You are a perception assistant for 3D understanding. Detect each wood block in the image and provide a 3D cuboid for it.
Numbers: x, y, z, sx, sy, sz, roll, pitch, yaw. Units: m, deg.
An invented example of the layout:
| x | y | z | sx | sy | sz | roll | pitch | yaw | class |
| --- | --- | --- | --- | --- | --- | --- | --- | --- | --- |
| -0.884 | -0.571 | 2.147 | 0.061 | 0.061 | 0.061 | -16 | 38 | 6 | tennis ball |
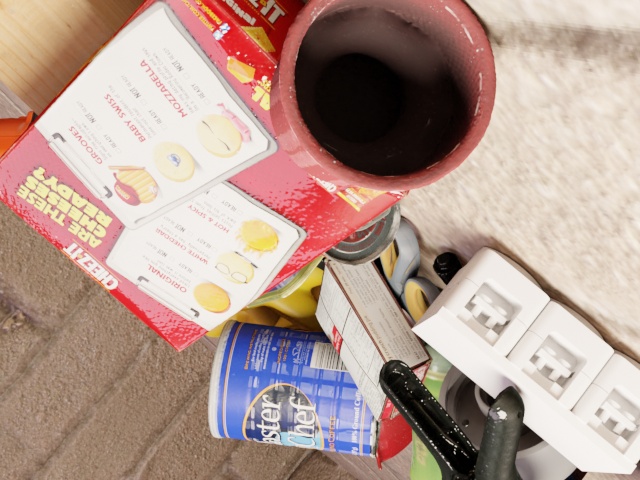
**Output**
| x | y | z | sx | sy | sz | roll | pitch | yaw | class |
| --- | --- | --- | --- | --- | --- | --- | --- | --- | --- |
| -0.153 | -0.137 | 0.676 | 0.090 | 0.090 | 0.206 | -27 | 122 | 30 | wood block |

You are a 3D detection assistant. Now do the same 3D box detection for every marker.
| x | y | z | sx | sy | sz | roll | pitch | yaw | class |
| --- | --- | --- | --- | --- | --- | --- | --- | --- | --- |
| 0.109 | 0.046 | 0.781 | 0.020 | 0.020 | 0.121 | 30 | 164 | 41 | marker |

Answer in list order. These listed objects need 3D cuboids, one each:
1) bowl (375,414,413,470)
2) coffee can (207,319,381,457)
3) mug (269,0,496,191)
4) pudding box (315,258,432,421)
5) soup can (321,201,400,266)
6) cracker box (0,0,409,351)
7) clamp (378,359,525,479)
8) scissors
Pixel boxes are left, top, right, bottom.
| x | y | z | sx | sy | sz | roll | pitch | yaw | class |
| --- | --- | --- | --- | --- | --- | --- | --- | --- | --- |
| 0.068 | 0.147 | 1.081 | 0.162 | 0.055 | 0.162 | -13 | -89 | -89 | bowl |
| -0.016 | 0.127 | 0.918 | 0.140 | 0.103 | 0.103 | 6 | 162 | 7 | coffee can |
| 0.018 | -0.078 | 0.479 | 0.081 | 0.093 | 0.117 | 178 | 74 | -80 | mug |
| 0.039 | 0.073 | 0.831 | 0.113 | 0.039 | 0.090 | 58 | 159 | 25 | pudding box |
| 0.002 | -0.024 | 0.744 | 0.068 | 0.068 | 0.102 | 46 | 168 | -25 | soup can |
| -0.069 | -0.049 | 0.611 | 0.164 | 0.072 | 0.214 | 43 | 131 | -14 | cracker box |
| 0.099 | 0.152 | 0.717 | 0.120 | 0.039 | 0.171 | 23 | 136 | 51 | clamp |
| 0.067 | 0.056 | 0.825 | 0.096 | 0.016 | 0.202 | 59 | 166 | 31 | scissors |
